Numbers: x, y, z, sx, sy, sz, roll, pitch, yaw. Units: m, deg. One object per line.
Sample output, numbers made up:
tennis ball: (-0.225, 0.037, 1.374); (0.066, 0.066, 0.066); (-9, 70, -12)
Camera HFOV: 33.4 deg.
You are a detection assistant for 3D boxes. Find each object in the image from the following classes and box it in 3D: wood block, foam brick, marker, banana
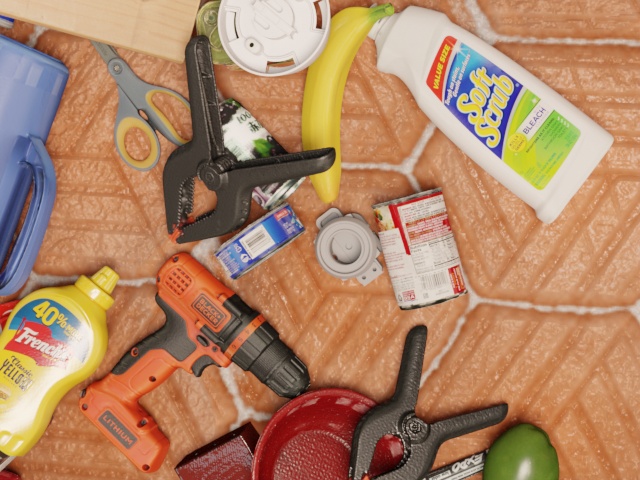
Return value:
wood block: (-0.220, -0.231, 0.960); (0.205, 0.090, 0.091); (12, 99, -25)
foam brick: (-0.092, 0.220, 1.036); (0.078, 0.053, 0.051); (-29, 89, 8)
marker: (0.144, 0.215, 1.020); (0.121, 0.020, 0.020); (-25, 90, 9)
banana: (0.012, -0.135, 0.994); (0.070, 0.037, 0.198); (41, 125, 45)

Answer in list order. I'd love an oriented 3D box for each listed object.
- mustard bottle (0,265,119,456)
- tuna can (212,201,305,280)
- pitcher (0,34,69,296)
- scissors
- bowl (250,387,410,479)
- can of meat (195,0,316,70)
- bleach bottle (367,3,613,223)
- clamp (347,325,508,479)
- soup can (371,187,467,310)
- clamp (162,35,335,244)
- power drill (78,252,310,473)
mustard bottle: (-0.258, 0.102, 1.008); (0.096, 0.058, 0.191); (38, 81, 9)
tuna can: (-0.057, 0.001, 1.002); (0.086, 0.086, 0.034); (-35, 90, 8)
pitcher: (-0.324, -0.072, 1.015); (0.149, 0.145, 0.243); (22, 93, -21)
scissors: (-0.205, -0.149, 1.050); (0.202, 0.016, 0.096); (39, 97, 4)
bowl: (0.005, 0.222, 1.002); (0.162, 0.055, 0.162); (5, 76, -19)
can of meat: (-0.056, -0.193, 0.992); (0.102, 0.084, 0.057); (-7, 92, 8)
bleach bottle: (0.138, -0.128, 0.981); (0.251, 0.068, 0.102); (37, 97, 7)
clamp: (0.080, 0.163, 0.992); (0.171, 0.039, 0.120); (-36, 77, -21)
soup can: (0.093, 0.008, 0.991); (0.068, 0.068, 0.102); (-15, 91, 8)
clamp: (-0.097, -0.075, 0.975); (0.164, 0.036, 0.210); (47, 132, 1)
power drill: (-0.127, 0.133, 1.035); (0.184, 0.057, 0.188); (43, 95, 7)
